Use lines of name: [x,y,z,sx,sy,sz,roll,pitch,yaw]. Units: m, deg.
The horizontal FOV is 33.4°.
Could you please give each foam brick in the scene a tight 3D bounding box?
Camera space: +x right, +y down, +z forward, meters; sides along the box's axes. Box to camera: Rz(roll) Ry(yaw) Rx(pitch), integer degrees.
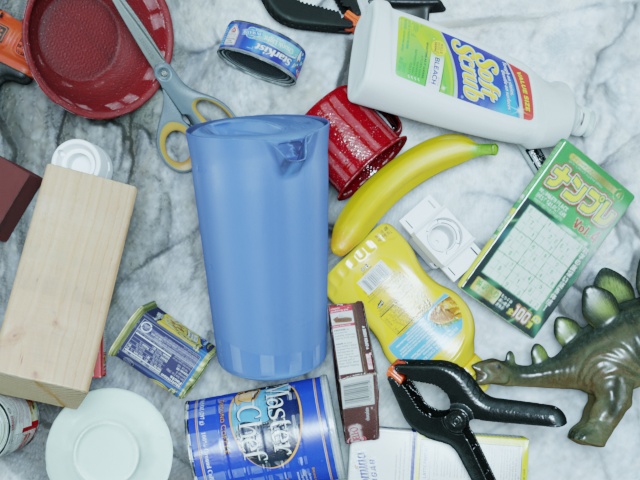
foam brick: [-0.328,-0.045,1.081,0.051,0.053,0.078,30,86,3]

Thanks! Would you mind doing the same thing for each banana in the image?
banana: [0.079,-0.055,1.055,0.197,0.070,0.037,-35,115,-11]

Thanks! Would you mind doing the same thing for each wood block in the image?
wood block: [-0.245,0.045,1.017,0.090,0.091,0.206,15,67,-14]

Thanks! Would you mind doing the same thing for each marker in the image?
marker: [0.236,-0.056,1.091,0.020,0.020,0.121,-29,86,-1]

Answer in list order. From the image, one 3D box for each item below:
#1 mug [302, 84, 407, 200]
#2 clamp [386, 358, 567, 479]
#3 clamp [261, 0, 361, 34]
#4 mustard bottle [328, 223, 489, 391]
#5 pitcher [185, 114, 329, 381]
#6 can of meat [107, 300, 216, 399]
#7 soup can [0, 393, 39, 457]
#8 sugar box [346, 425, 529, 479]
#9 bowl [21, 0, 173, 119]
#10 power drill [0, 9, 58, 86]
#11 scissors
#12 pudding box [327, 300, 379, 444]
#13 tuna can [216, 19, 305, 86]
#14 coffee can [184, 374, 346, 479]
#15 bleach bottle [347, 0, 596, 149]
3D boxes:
mug: [0.034,-0.106,1.070,0.117,0.093,0.081,-37,80,-33]
clamp: [0.134,0.178,1.018,0.172,0.039,0.120,26,101,18]
clamp: [-0.038,-0.293,1.103,0.210,0.036,0.164,31,84,3]
mustard bottle: [0.096,0.080,1.063,0.096,0.058,0.191,-44,86,1]
pitcher: [-0.057,0.001,1.021,0.145,0.149,0.243,2,107,17]
can of meat: [-0.151,0.107,1.044,0.084,0.102,0.057,34,91,0]
soup can: [-0.321,0.179,1.041,0.068,0.102,0.068,0,86,1]
sugar box: [0.114,0.235,1.060,0.176,0.048,0.093,4,85,5]
bowl: [-0.230,-0.204,1.068,0.161,0.055,0.162,-8,103,-35]
power drill: [-0.384,-0.163,1.088,0.184,0.057,0.187,26,87,2]
scissors: [-0.165,-0.150,1.075,0.201,0.016,0.096,43,98,-16]
pudding box: [0.032,0.127,1.020,0.039,0.113,0.090,-7,47,-4]
tuna can: [-0.059,-0.188,1.071,0.086,0.086,0.034,21,85,2]
coffee can: [-0.053,0.193,1.035,0.140,0.103,0.103,-11,86,0]
bleach bottle: [0.155,-0.153,1.051,0.250,0.068,0.102,13,69,-15]
